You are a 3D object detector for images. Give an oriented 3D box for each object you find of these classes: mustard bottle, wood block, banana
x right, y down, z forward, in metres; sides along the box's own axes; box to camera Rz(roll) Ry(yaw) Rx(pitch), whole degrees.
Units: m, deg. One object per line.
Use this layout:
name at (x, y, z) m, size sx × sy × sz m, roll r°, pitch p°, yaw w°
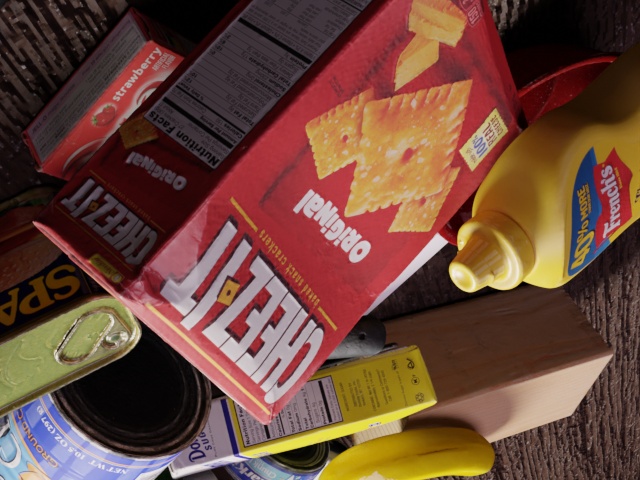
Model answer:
mustard bottle at (0.137, -0.030, 0.573) m, size 0.191 × 0.058 × 0.096 m, roll -35°, pitch 138°, yaw -30°
wood block at (0.121, 0.109, 0.872) m, size 0.205 × 0.090 × 0.091 m, roll -11°, pitch 142°, yaw -29°
banana at (0.069, 0.162, 0.785) m, size 0.197 × 0.037 × 0.070 m, roll -2°, pitch 153°, yaw -36°

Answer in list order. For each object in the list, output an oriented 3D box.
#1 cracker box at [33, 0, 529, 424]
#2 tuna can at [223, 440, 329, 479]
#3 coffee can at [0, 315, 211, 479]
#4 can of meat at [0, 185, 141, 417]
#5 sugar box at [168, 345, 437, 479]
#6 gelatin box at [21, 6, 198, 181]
cracker box at (-0.003, -0.033, 0.506) m, size 0.213 × 0.072 × 0.164 m, roll -49°, pitch 147°, yaw -9°
tuna can at (-0.036, 0.149, 0.795) m, size 0.085 × 0.086 × 0.034 m, roll 8°, pitch 128°, yaw -46°
coffee can at (-0.142, 0.113, 0.622) m, size 0.102 × 0.103 × 0.141 m, roll 2°, pitch 143°, yaw -42°
can of meat at (-0.154, 0.030, 0.540) m, size 0.102 × 0.084 × 0.057 m, roll -26°, pitch 146°, yaw -10°
sugar box at (-0.019, 0.117, 0.713) m, size 0.176 × 0.048 × 0.093 m, roll -16°, pitch 168°, yaw -10°
gelatin box at (-0.089, -0.061, 0.523) m, size 0.089 × 0.030 × 0.073 m, roll -45°, pitch 145°, yaw 17°
